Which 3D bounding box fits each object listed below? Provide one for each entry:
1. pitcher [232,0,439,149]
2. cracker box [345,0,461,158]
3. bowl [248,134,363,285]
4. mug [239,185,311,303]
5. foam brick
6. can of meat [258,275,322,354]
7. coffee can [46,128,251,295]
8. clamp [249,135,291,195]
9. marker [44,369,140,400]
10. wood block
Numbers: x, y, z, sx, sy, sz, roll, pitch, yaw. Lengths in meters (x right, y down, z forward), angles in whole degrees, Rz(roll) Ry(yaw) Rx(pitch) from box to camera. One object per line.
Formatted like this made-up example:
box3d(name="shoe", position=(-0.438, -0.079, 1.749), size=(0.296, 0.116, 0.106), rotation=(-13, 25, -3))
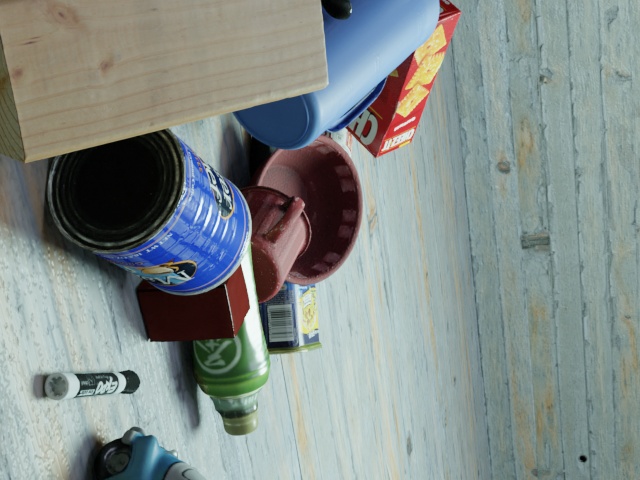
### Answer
box3d(name="pitcher", position=(0.011, -0.187, 1.075), size=(0.149, 0.145, 0.242), rotation=(50, 49, -11))
box3d(name="cracker box", position=(0.061, -0.229, 1.267), size=(0.072, 0.164, 0.214), rotation=(-27, 153, -32))
box3d(name="bowl", position=(-0.028, -0.035, 1.144), size=(0.161, 0.055, 0.162), rotation=(-7, 101, -44))
box3d(name="mug", position=(-0.057, 0.001, 1.020), size=(0.093, 0.117, 0.081), rotation=(43, 36, -13))
box3d(name="foam brick", position=(-0.104, 0.048, 0.887), size=(0.053, 0.078, 0.051), rotation=(-65, 147, -61))
box3d(name="can of meat", position=(-0.036, 0.082, 1.185), size=(0.102, 0.057, 0.084), rotation=(7, 79, -76))
box3d(name="coffee can", position=(-0.121, -0.024, 0.783), size=(0.140, 0.103, 0.103), rotation=(44, 45, -69))
box3d(name="clamp", position=(-0.043, -0.060, 1.209), size=(0.120, 0.039, 0.171), rotation=(-42, 131, -66))
box3d(name="marker", position=(-0.161, 0.104, 0.771), size=(0.121, 0.020, 0.020), rotation=(22, 67, -74))
box3d(name="wood block", position=(-0.107, -0.119, 0.649), size=(0.205, 0.091, 0.090), rotation=(-19, 113, -31))
